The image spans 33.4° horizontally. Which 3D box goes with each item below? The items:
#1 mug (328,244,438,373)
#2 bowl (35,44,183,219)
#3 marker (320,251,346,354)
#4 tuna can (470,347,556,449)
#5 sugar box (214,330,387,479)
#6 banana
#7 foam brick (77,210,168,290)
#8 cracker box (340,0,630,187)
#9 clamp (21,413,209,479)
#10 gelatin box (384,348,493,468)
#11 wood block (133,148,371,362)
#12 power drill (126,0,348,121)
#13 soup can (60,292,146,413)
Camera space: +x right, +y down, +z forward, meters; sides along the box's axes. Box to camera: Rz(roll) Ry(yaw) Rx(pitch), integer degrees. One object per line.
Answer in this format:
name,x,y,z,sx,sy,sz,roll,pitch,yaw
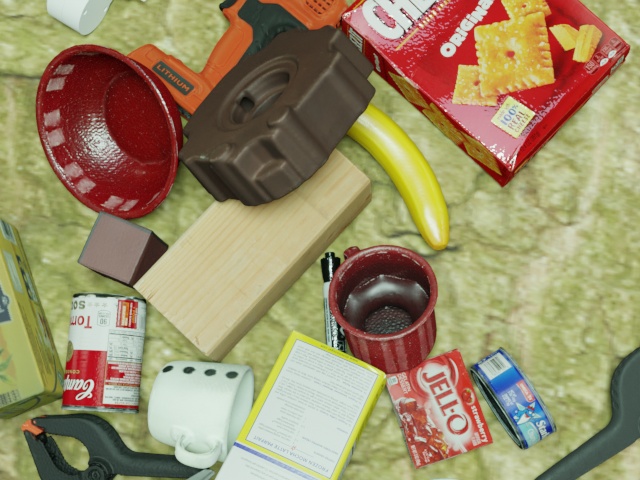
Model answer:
mug,0.052,0.056,0.934,0.093,0.081,0.117,-30,57,-9
bowl,-0.179,-0.103,0.965,0.162,0.055,0.162,14,118,27
marker,0.013,0.070,0.971,0.020,0.020,0.121,-4,80,1
tuna can,0.165,0.137,0.921,0.033,0.086,0.086,-32,81,-2
sugar box,-0.021,0.173,0.899,0.093,0.048,0.176,23,67,12
banana,0.056,-0.077,0.982,0.198,0.037,0.069,42,72,4
foam brick,-0.176,0.012,0.957,0.053,0.078,0.051,21,82,7
cracker box,0.149,-0.182,0.983,0.214,0.072,0.164,44,84,9
clamp,-0.183,0.201,0.943,0.171,0.039,0.120,42,87,7
gelatin box,0.103,0.149,0.949,0.073,0.030,0.089,-18,81,-2
wood block,-0.056,0.001,0.949,0.091,0.090,0.206,43,84,9
power drill,-0.095,-0.211,1.002,0.184,0.057,0.187,40,84,7
soup can,-0.191,0.101,0.946,0.068,0.068,0.102,3,81,2
